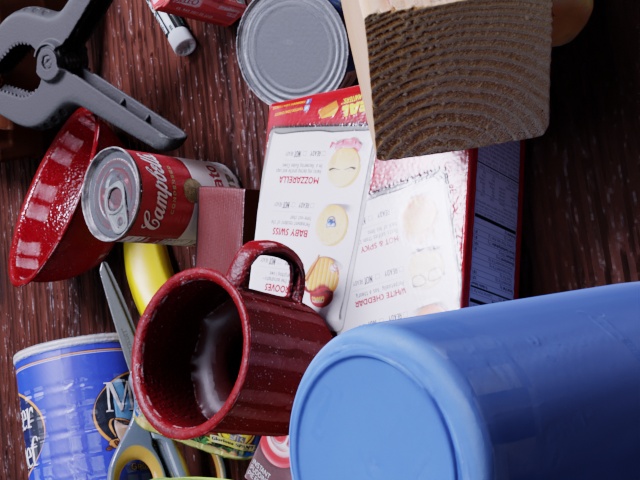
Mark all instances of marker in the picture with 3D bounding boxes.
[{"bbox_3d":[-0.135,-0.199,0.881,0.020,0.020,0.121,-48,57,29],"label":"marker"}]

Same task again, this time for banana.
[{"bbox_3d":[-0.111,0.044,0.834,0.069,0.037,0.198,-43,58,0],"label":"banana"}]

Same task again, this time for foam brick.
[{"bbox_3d":[-0.055,0.001,0.770,0.051,0.052,0.078,1,89,43],"label":"foam brick"}]

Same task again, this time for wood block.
[{"bbox_3d":[0.056,-0.148,0.581,0.206,0.090,0.091,-98,-1,-46],"label":"wood block"}]

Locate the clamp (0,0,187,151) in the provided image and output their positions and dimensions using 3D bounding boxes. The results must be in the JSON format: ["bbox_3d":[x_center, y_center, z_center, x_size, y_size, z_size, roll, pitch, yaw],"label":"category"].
[{"bbox_3d":[-0.190,-0.127,0.811,0.210,0.036,0.164,-15,88,32],"label":"clamp"}]

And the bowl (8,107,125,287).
[{"bbox_3d":[-0.198,-0.029,0.882,0.162,0.055,0.162,-41,36,39],"label":"bowl"}]

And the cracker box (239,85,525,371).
[{"bbox_3d":[0.037,0.013,0.648,0.164,0.072,0.213,-6,74,40],"label":"cracker box"}]

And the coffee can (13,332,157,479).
[{"bbox_3d":[-0.182,0.153,0.842,0.103,0.102,0.140,-23,72,40],"label":"coffee can"}]

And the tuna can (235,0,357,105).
[{"bbox_3d":[-0.013,-0.133,0.733,0.086,0.033,0.086,8,107,25],"label":"tuna can"}]

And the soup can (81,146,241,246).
[{"bbox_3d":[-0.116,-0.030,0.795,0.069,0.102,0.068,-4,84,43],"label":"soup can"}]

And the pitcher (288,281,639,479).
[{"bbox_3d":[0.114,0.090,0.476,0.149,0.242,0.145,-12,82,48],"label":"pitcher"}]

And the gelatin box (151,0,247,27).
[{"bbox_3d":[-0.101,-0.211,0.813,0.030,0.073,0.089,-34,65,36],"label":"gelatin box"}]

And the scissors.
[{"bbox_3d":[-0.146,0.122,0.798,0.202,0.096,0.016,55,155,4],"label":"scissors"}]

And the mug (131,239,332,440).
[{"bbox_3d":[-0.042,0.056,0.600,0.093,0.081,0.117,19,91,43],"label":"mug"}]
